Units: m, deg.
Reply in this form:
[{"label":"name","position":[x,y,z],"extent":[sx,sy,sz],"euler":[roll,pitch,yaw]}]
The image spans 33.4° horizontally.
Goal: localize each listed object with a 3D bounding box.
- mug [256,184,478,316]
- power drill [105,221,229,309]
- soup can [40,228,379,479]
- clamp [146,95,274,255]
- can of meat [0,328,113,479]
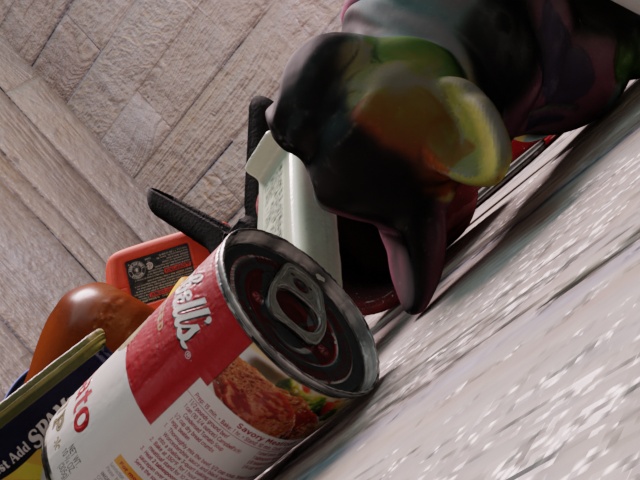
[{"label":"mug","position":[0.021,-0.020,0.566],"extent":[0.117,0.093,0.081],"euler":[3,24,35]},{"label":"power drill","position":[-0.074,0.036,0.844],"extent":[0.184,0.057,0.187],"euler":[-19,-15,7]},{"label":"soup can","position":[-0.039,0.054,0.362],"extent":[0.102,0.068,0.068],"euler":[-44,-1,23]},{"label":"clamp","position":[-0.055,0.001,0.715],"extent":[0.120,0.171,0.039],"euler":[-32,-26,31]},{"label":"can of meat","position":[-0.099,0.098,0.423],"extent":[0.058,0.084,0.101],"euler":[-44,-1,43]}]
